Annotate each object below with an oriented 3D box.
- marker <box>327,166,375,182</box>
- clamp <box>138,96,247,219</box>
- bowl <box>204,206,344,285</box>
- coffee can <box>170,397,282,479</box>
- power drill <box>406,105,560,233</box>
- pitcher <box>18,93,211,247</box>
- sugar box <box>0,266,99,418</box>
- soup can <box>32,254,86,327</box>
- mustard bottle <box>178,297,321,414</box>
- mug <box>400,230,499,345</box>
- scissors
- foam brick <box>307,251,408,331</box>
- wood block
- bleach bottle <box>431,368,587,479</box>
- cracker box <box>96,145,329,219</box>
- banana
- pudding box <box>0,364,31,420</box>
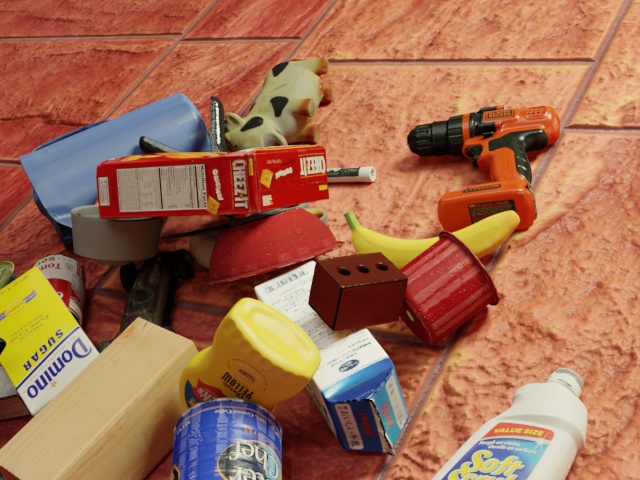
[{"bbox_3d":[0.011,-0.082,1.345,0.121,0.020,0.020,0,42,27],"label":"marker"},{"bbox_3d":[-0.152,-0.093,1.355,0.120,0.039,0.171,-25,70,-3],"label":"clamp"},{"bbox_3d":[-0.058,0.001,1.183,0.162,0.055,0.162,-17,3,1],"label":"bowl"},{"bbox_3d":[-0.084,0.225,0.947,0.103,0.103,0.140,-15,37,10],"label":"coffee can"},{"bbox_3d":[0.181,-0.086,1.230,0.185,0.057,0.187,-7,40,20],"label":"power drill"},{"bbox_3d":[-0.274,-0.107,1.435,0.242,0.149,0.145,-28,0,-12],"label":"pitcher"},{"bbox_3d":[-0.304,0.114,1.161,0.093,0.048,0.176,-37,50,-12],"label":"sugar box"},{"bbox_3d":[-0.319,0.072,1.287,0.068,0.068,0.102,-18,36,6],"label":"soup can"},{"bbox_3d":[-0.083,0.140,1.020,0.192,0.096,0.058,-50,4,42],"label":"mustard bottle"},{"bbox_3d":[0.115,0.049,1.082,0.081,0.093,0.117,-36,16,-10],"label":"mug"},{"bbox_3d":[-0.093,-0.027,1.290,0.201,0.016,0.096,-3,27,-4],"label":"scissors"},{"bbox_3d":[0.036,0.048,1.025,0.078,0.051,0.053,-7,32,-31],"label":"foam brick"},{"bbox_3d":[-0.210,0.187,1.071,0.091,0.090,0.205,17,51,40],"label":"wood block"},{"bbox_3d":[0.146,0.201,0.894,0.103,0.068,0.250,13,47,37],"label":"bleach bottle"},{"bbox_3d":[-0.122,-0.069,1.217,0.214,0.072,0.164,-2,7,28],"label":"cracker box"},{"bbox_3d":[0.116,0.002,1.155,0.198,0.069,0.037,1,2,19],"label":"banana"},{"bbox_3d":[-0.374,0.165,1.226,0.114,0.039,0.090,-13,40,16],"label":"pudding box"}]
